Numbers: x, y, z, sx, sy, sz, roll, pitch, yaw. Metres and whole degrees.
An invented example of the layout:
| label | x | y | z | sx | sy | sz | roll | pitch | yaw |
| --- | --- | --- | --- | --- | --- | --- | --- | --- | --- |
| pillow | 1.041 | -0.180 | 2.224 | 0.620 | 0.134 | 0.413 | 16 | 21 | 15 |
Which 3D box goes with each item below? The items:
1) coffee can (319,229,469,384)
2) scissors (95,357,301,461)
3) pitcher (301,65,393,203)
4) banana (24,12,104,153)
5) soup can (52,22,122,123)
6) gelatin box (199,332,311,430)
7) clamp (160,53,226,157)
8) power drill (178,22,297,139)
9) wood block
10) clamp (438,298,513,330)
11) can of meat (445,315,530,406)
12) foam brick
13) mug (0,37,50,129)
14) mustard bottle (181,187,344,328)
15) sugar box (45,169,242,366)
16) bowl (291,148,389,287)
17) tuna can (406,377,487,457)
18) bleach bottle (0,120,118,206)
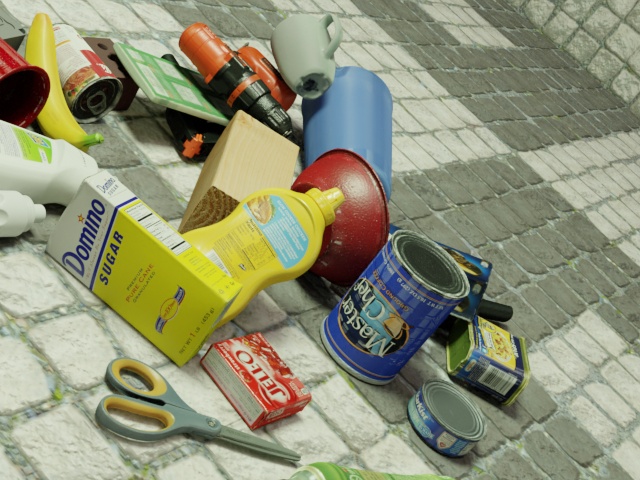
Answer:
| label | x | y | z | sx | sy | sz | roll | pitch | yaw |
| --- | --- | --- | --- | --- | --- | --- | --- | --- | --- |
| coffee can | 0.079 | 0.073 | 1.161 | 0.102 | 0.140 | 0.103 | 28 | 28 | -17 |
| scissors | -0.111 | 0.151 | 0.950 | 0.201 | 0.016 | 0.096 | 14 | 34 | -38 |
| pitcher | 0.043 | -0.119 | 1.455 | 0.149 | 0.145 | 0.243 | 15 | 35 | -10 |
| banana | -0.288 | -0.159 | 1.164 | 0.037 | 0.070 | 0.198 | 22 | 34 | -59 |
| soup can | -0.284 | -0.193 | 1.230 | 0.102 | 0.069 | 0.068 | 48 | 29 | 21 |
| gelatin box | -0.061 | 0.133 | 1.022 | 0.089 | 0.030 | 0.073 | 48 | 29 | 22 |
| clamp | -0.142 | -0.157 | 1.378 | 0.164 | 0.036 | 0.210 | 28 | 26 | -20 |
| power drill | -0.088 | -0.199 | 1.379 | 0.184 | 0.057 | 0.187 | 48 | 11 | 5 |
| wood block | -0.092 | -0.054 | 1.215 | 0.090 | 0.090 | 0.206 | 31 | 27 | -13 |
| clamp | 0.176 | 0.069 | 1.397 | 0.120 | 0.039 | 0.171 | 48 | 29 | 23 |
| can of meat | 0.201 | 0.141 | 1.294 | 0.084 | 0.057 | 0.102 | 29 | 27 | -11 |
| foam brick | -0.262 | -0.201 | 1.288 | 0.078 | 0.051 | 0.052 | 48 | 29 | 20 |
| mug | -0.337 | -0.160 | 1.108 | 0.081 | 0.093 | 0.117 | 41 | -4 | 18 |
| mustard bottle | -0.057 | 0.001 | 1.078 | 0.191 | 0.058 | 0.096 | -32 | 81 | -15 |
| sugar box | -0.167 | 0.026 | 0.997 | 0.176 | 0.093 | 0.048 | 38 | 27 | 4 |
| bowl | 0.005 | -0.023 | 1.216 | 0.055 | 0.162 | 0.162 | -7 | 49 | -39 |
| tuna can | 0.137 | 0.193 | 1.159 | 0.086 | 0.034 | 0.086 | 28 | 28 | -17 |
| bleach bottle | -0.306 | -0.073 | 1.023 | 0.250 | 0.068 | 0.103 | 16 | 34 | -40 |
